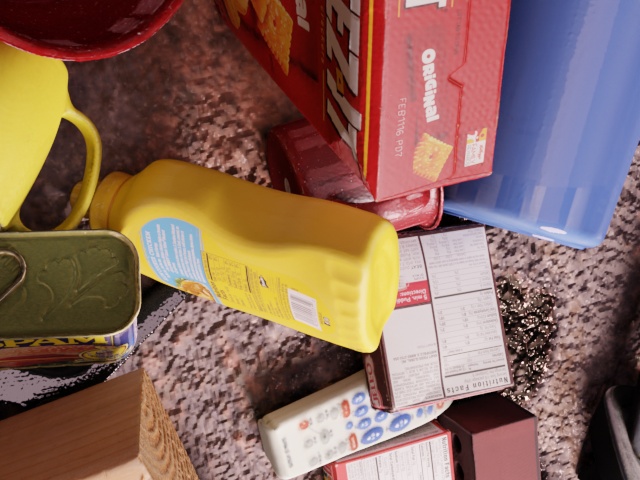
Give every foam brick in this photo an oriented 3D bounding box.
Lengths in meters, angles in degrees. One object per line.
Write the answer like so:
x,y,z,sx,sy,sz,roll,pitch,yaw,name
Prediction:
0.118,0.154,0.745,0.051,0.053,0.078,-13,105,-19,foam brick

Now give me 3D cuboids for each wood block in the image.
-0.170,0.157,0.552,0.206,0.090,0.091,-21,113,1,wood block

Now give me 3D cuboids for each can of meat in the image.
-0.148,0.035,0.575,0.102,0.084,0.057,-2,72,-10,can of meat

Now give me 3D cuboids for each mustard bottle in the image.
-0.054,0.000,0.591,0.096,0.192,0.058,79,32,-57,mustard bottle

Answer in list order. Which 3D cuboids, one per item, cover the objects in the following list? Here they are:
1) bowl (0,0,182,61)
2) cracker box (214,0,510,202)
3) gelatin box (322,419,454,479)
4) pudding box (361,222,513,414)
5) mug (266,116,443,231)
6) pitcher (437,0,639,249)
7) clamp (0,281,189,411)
-0.140,-0.168,0.534,0.161,0.055,0.162,-1,92,-39,bowl
0.007,-0.145,0.519,0.072,0.214,0.164,-16,131,-18,cracker box
0.049,0.170,0.733,0.089,0.030,0.073,-13,105,-19,gelatin box
0.071,0.049,0.693,0.089,0.039,0.113,-8,88,-22,pudding box
0.021,-0.035,0.630,0.081,0.117,0.093,-17,117,-13,mug
0.154,-0.122,0.651,0.149,0.145,0.243,14,94,-16,pitcher
-0.147,0.117,0.625,0.209,0.036,0.164,-16,90,-16,clamp
